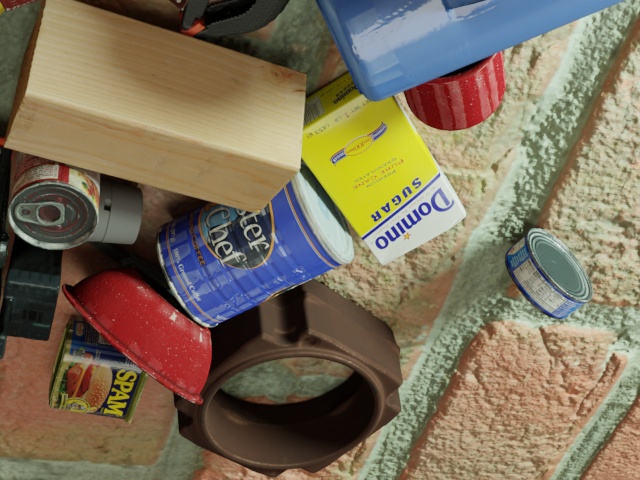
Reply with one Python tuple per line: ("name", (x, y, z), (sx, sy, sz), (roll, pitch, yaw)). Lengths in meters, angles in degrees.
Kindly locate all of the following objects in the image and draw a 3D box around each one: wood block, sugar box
("wood block", (-0.124, -0.100, 0.817), (0.205, 0.091, 0.090), (14, 152, -21))
("sugar box", (0.049, -0.062, 0.922), (0.093, 0.048, 0.176), (-30, 128, 11))

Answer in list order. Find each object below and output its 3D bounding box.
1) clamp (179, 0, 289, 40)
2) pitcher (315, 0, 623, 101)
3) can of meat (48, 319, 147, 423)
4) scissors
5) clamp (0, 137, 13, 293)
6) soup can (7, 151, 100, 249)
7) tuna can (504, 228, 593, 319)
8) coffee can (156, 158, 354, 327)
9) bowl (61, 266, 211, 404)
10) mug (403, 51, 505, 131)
("clamp", (-0.031, -0.202, 0.790), (0.120, 0.039, 0.172), (33, 126, -27))
("pitcher", (0.118, -0.189, 0.719), (0.243, 0.145, 0.149), (-25, 153, 6))
("can of meat", (-0.217, 0.128, 1.051), (0.083, 0.057, 0.102), (12, 129, -16))
("scissors", (-0.154, 0.020, 0.987), (0.096, 0.016, 0.201), (-20, 132, 12))
("clamp", (-0.279, 0.016, 0.881), (0.036, 0.164, 0.210), (8, 123, -14))
("soup can", (-0.211, -0.051, 0.855), (0.068, 0.102, 0.068), (-4, 133, -5))
("tuna can", (0.215, 0.032, 1.009), (0.086, 0.086, 0.034), (27, 124, -29))
("coffee can", (-0.056, 0.001, 0.927), (0.140, 0.103, 0.102), (-26, 131, 15))
("bowl", (-0.150, 0.073, 0.946), (0.055, 0.162, 0.162), (-49, 126, -3))
("mug", (0.089, -0.141, 0.830), (0.117, 0.093, 0.081), (16, 160, 22))
